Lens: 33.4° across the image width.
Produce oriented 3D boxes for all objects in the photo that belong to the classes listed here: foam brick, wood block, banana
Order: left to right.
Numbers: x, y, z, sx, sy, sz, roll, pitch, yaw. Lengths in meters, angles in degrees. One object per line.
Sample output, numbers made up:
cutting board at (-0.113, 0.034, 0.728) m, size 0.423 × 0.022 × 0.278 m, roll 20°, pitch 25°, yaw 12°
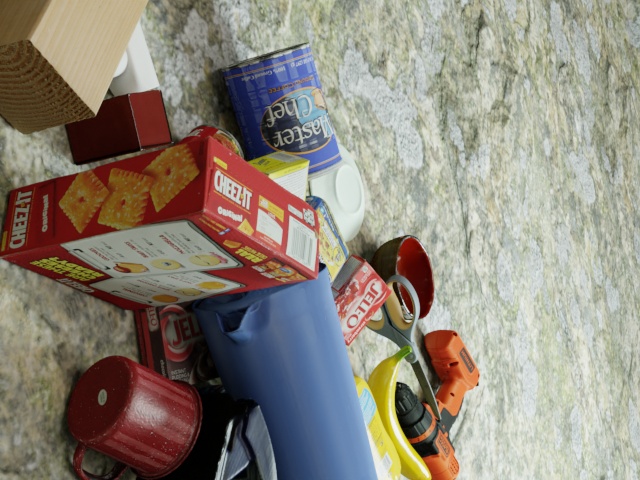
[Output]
wood block at (-0.218, -0.203, 0.922) m, size 0.090 × 0.090 × 0.206 m, roll 51°, pitch 42°, yaw -41°
foam brick at (-0.183, -0.102, 0.967) m, size 0.052 × 0.078 × 0.051 m, roll -25°, pitch 103°, yaw -60°
banana at (0.094, 0.229, 1.352) m, size 0.037 × 0.070 × 0.198 m, roll -73°, pitch 155°, yaw -68°

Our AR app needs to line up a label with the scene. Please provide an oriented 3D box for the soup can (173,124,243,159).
soup can at (-0.129, -0.063, 1.056) m, size 0.102 × 0.069 × 0.068 m, roll -51°, pitch 125°, yaw -50°

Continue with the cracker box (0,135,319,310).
cracker box at (-0.131, -0.007, 0.894) m, size 0.164 × 0.214 × 0.072 m, roll 32°, pitch 54°, yaw -52°

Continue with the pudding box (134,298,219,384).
pudding box at (-0.129, 0.094, 1.042) m, size 0.113 × 0.039 × 0.090 m, roll -5°, pitch 86°, yaw -59°

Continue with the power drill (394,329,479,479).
power drill at (0.154, 0.213, 1.466) m, size 0.184 × 0.057 × 0.187 m, roll 60°, pitch 38°, yaw -30°

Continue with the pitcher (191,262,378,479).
pitcher at (-0.021, 0.147, 1.033) m, size 0.149 × 0.145 × 0.243 m, roll -21°, pitch 99°, yaw -24°

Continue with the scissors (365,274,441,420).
scissors at (0.097, 0.138, 1.366) m, size 0.016 × 0.096 × 0.202 m, roll -40°, pitch 125°, yaw -56°

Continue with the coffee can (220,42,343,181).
coffee can at (-0.042, -0.137, 1.183) m, size 0.102 × 0.103 × 0.140 m, roll -35°, pitch 112°, yaw -56°

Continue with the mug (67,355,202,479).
mug at (-0.170, 0.160, 0.924) m, size 0.117 × 0.093 × 0.081 m, roll -54°, pitch 133°, yaw -1°

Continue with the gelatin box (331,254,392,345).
gelatin box at (0.037, 0.072, 1.291) m, size 0.089 × 0.030 × 0.073 m, roll -50°, pitch 134°, yaw -8°
